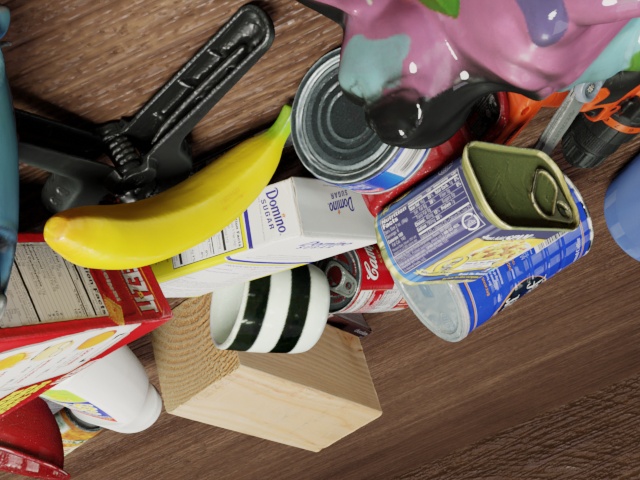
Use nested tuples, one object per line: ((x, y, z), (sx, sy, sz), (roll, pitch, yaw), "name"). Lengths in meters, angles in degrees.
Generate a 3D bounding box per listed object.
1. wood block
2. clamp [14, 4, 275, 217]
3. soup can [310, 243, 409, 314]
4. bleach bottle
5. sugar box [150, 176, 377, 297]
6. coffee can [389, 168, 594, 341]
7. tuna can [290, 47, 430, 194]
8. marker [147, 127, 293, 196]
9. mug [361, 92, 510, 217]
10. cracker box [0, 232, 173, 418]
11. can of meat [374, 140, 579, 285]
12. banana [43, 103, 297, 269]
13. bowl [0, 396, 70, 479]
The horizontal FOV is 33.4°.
((-0.047, 0.120, 0.978), (0.090, 0.091, 0.205), (-35, 144, 24), "wood block")
((-0.105, -0.054, 0.611), (0.164, 0.036, 0.210), (-25, 165, -14), "clamp")
((0.039, 0.029, 0.938), (0.069, 0.068, 0.102), (-36, 157, 33), "soup can")
((-0.179, 0.109, 0.843), (0.103, 0.068, 0.250), (9, 160, 16), "bleach bottle")
((-0.055, 0.001, 0.739), (0.177, 0.048, 0.093), (-20, 166, 34), "sugar box")
((0.139, 0.005, 0.885), (0.140, 0.103, 0.103), (-32, 164, -18), "coffee can")
((0.025, -0.072, 0.632), (0.086, 0.086, 0.033), (-33, 157, 26), "tuna can")
((-0.055, -0.053, 0.693), (0.121, 0.020, 0.020), (-26, 160, 7), "marker")
((0.066, -0.070, 0.688), (0.117, 0.081, 0.093), (-25, 160, 7), "mug")
((-0.212, 0.057, 0.599), (0.164, 0.072, 0.213), (-30, 169, 22), "cracker box")
((0.095, -0.013, 0.656), (0.101, 0.057, 0.084), (1, 153, -47), "can of meat")
((-0.084, -0.022, 0.615), (0.197, 0.037, 0.070), (-35, 143, -45), "banana")
((-0.273, 0.146, 0.861), (0.162, 0.055, 0.162), (12, 159, 5), "bowl")
